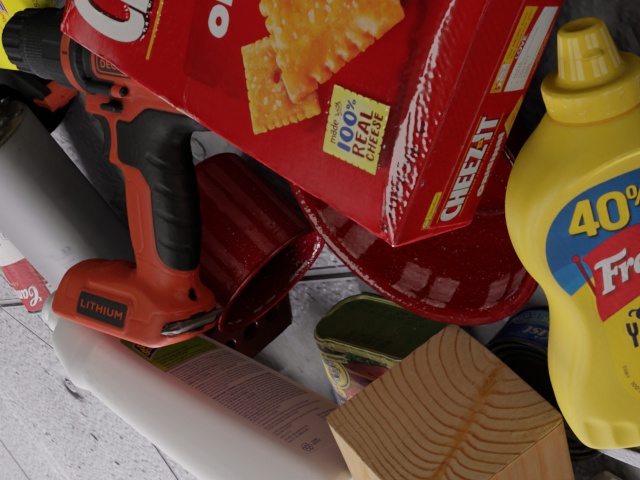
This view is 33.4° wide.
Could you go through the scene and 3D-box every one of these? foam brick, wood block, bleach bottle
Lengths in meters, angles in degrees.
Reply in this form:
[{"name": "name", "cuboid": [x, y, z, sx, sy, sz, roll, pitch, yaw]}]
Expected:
[{"name": "foam brick", "cuboid": [-0.067, 0.053, 0.759, 0.051, 0.078, 0.053, 27, 141, 32]}, {"name": "wood block", "cuboid": [0.088, 0.159, 0.603, 0.090, 0.090, 0.206, 42, 160, 44]}, {"name": "bleach bottle", "cuboid": [-0.076, 0.097, 0.679, 0.251, 0.102, 0.068, 29, 111, 26]}]

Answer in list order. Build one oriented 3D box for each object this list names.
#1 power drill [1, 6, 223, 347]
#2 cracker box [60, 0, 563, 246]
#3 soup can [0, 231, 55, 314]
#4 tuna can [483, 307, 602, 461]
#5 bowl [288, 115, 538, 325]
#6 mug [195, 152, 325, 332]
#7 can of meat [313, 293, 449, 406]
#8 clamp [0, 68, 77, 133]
[{"name": "power drill", "cuboid": [-0.121, -0.042, 0.626, 0.185, 0.057, 0.188, 15, 111, 36]}, {"name": "cracker box", "cuboid": [-0.007, -0.121, 0.450, 0.214, 0.071, 0.164, 34, 118, 27]}, {"name": "soup can", "cuboid": [-0.253, 0.005, 0.936, 0.069, 0.068, 0.102, -2, 122, 50]}, {"name": "tuna can", "cuboid": [0.130, 0.080, 0.595, 0.086, 0.033, 0.086, 31, 143, 26]}, {"name": "bowl", "cuboid": [0.056, -0.036, 0.544, 0.162, 0.055, 0.162, 30, 143, 26]}, {"name": "mug", "cuboid": [-0.055, 0.001, 0.693, 0.081, 0.093, 0.117, 45, 176, 15]}, {"name": "can of meat", "cuboid": [0.050, 0.087, 0.677, 0.102, 0.057, 0.084, 11, 130, 44]}, {"name": "clamp", "cuboid": [-0.258, -0.125, 0.834, 0.172, 0.039, 0.120, -2, 132, 44]}]
